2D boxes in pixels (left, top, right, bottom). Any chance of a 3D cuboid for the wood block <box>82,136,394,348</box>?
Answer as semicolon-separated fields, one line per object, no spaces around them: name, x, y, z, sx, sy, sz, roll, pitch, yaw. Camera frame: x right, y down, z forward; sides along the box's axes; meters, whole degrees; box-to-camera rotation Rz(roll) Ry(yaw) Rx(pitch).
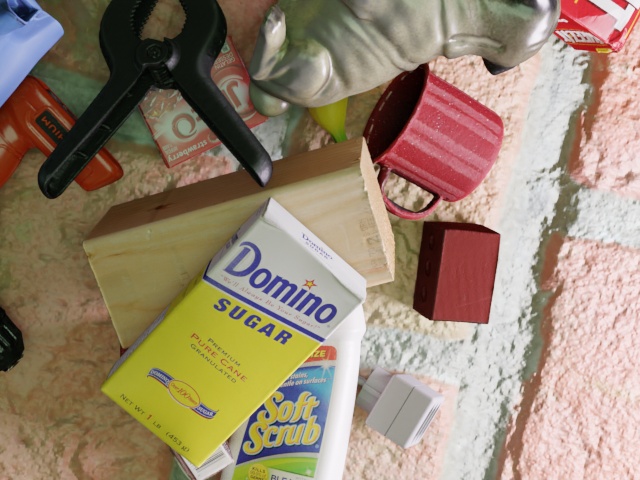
wood block;-0.055;0.000;0.790;0.206;0.090;0.090;-15;108;10

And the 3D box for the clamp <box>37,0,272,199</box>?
clamp;-0.126;-0.121;0.773;0.164;0.036;0.210;-9;66;2

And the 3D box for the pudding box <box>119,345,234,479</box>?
pudding box;-0.114;0.122;0.830;0.039;0.090;0.113;-29;103;-4

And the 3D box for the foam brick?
foam brick;0.111;0.025;0.877;0.051;0.053;0.078;6;97;-11

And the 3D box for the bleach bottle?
bleach bottle;-0.024;0.128;0.859;0.103;0.068;0.251;10;91;14

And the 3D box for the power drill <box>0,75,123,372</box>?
power drill;-0.242;-0.017;0.802;0.187;0.057;0.184;-41;103;-3

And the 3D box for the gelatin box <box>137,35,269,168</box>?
gelatin box;-0.095;-0.108;0.831;0.089;0.030;0.073;-26;102;-6

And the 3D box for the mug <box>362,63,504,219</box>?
mug;0.085;-0.071;0.838;0.081;0.093;0.117;28;80;-18

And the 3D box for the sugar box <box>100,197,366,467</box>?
sugar box;-0.060;0.065;0.738;0.093;0.048;0.176;40;108;-10
